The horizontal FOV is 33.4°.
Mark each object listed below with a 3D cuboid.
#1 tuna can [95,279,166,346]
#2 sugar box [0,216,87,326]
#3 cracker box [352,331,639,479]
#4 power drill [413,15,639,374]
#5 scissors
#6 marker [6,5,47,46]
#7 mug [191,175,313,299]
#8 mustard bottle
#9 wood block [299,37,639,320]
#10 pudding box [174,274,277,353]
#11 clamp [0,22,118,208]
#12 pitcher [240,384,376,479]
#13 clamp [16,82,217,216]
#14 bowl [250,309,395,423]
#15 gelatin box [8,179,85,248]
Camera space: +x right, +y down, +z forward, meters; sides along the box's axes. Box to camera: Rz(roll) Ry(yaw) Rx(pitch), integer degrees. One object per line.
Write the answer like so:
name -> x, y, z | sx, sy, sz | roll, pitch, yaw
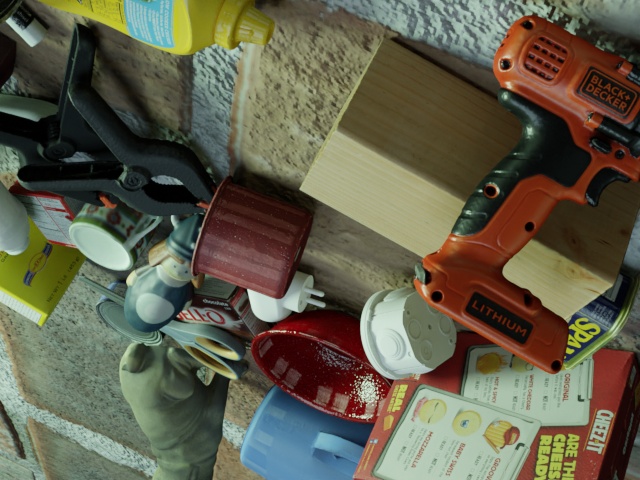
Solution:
tuna can -> -0.211, 0.083, 1.216 | 0.086, 0.033, 0.086 | 20, 149, 13
sugar box -> -0.350, 0.006, 1.153 | 0.176, 0.093, 0.048 | 33, 149, -10
cracker box -> 0.157, 0.170, 0.932 | 0.214, 0.164, 0.072 | 4, 144, 35
power drill -> 0.157, -0.017, 0.647 | 0.184, 0.188, 0.057 | 29, -175, -1
scissors -> -0.158, 0.084, 1.120 | 0.201, 0.016, 0.096 | 36, 150, -13
marker -> -0.266, -0.203, 0.843 | 0.020, 0.020, 0.121 | -9, 134, 45
mug -> -0.056, 0.001, 0.932 | 0.081, 0.093, 0.117 | 20, 179, 3
mustard bottle -> -0.121, -0.177, 0.731 | 0.191, 0.058, 0.096 | 24, 149, 7
wood block -> 0.103, -0.037, 0.735 | 0.206, 0.090, 0.091 | 29, 150, -3
pudding box -> -0.111, 0.071, 1.114 | 0.114, 0.039, 0.090 | 4, 143, 34
clamp -> -0.222, -0.096, 0.921 | 0.165, 0.036, 0.209 | -23, 144, 15
pitcher -> 0.037, 0.250, 1.186 | 0.243, 0.144, 0.149 | 25, 118, 9
clamp -> -0.171, -0.058, 0.918 | 0.171, 0.039, 0.120 | 31, 132, -31
bowl -> 0.014, 0.118, 1.072 | 0.162, 0.055, 0.162 | 20, 149, 12
gelatin box -> -0.265, -0.030, 1.094 | 0.073, 0.030, 0.089 | 9, 145, 30
